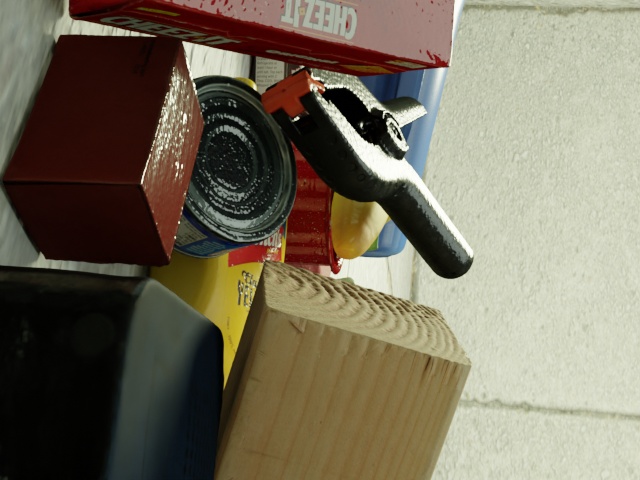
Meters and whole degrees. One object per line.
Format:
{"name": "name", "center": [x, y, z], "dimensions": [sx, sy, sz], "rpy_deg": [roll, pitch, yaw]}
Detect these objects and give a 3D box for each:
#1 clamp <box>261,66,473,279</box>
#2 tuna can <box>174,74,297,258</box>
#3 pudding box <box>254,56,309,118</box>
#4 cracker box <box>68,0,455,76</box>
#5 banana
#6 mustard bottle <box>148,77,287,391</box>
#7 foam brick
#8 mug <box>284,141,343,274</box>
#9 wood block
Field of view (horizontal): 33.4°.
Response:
{"name": "clamp", "center": [0.027, -0.058, 0.583], "dimensions": [0.171, 0.039, 0.120], "rpy_deg": [38, 28, -48]}
{"name": "tuna can", "center": [-0.052, -0.036, 0.518], "dimensions": [0.086, 0.034, 0.086], "rpy_deg": [16, 67, -43]}
{"name": "pudding box", "center": [-0.023, -0.142, 0.820], "dimensions": [0.113, 0.039, 0.090], "rpy_deg": [-3, 93, -84]}
{"name": "cracker box", "center": [-0.017, -0.189, 0.458], "dimensions": [0.163, 0.072, 0.214], "rpy_deg": [4, 89, -39]}
{"name": "banana", "center": [0.034, -0.025, 0.679], "dimensions": [0.197, 0.037, 0.069], "rpy_deg": [-4, 95, -81]}
{"name": "mustard bottle", "center": [-0.053, 0.001, 0.579], "dimensions": [0.096, 0.058, 0.191], "rpy_deg": [34, 56, -56]}
{"name": "foam brick", "center": [-0.080, -0.035, 0.414], "dimensions": [0.051, 0.053, 0.078], "rpy_deg": [82, 14, -52]}
{"name": "mug", "center": [-0.025, -0.030, 0.698], "dimensions": [0.117, 0.081, 0.093], "rpy_deg": [-65, 156, -69]}
{"name": "wood block", "center": [-0.013, 0.125, 0.485], "dimensions": [0.090, 0.090, 0.206], "rpy_deg": [-103, -149, -78]}
